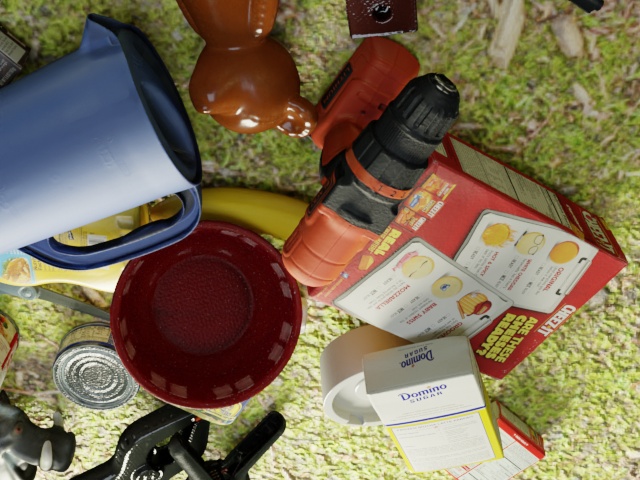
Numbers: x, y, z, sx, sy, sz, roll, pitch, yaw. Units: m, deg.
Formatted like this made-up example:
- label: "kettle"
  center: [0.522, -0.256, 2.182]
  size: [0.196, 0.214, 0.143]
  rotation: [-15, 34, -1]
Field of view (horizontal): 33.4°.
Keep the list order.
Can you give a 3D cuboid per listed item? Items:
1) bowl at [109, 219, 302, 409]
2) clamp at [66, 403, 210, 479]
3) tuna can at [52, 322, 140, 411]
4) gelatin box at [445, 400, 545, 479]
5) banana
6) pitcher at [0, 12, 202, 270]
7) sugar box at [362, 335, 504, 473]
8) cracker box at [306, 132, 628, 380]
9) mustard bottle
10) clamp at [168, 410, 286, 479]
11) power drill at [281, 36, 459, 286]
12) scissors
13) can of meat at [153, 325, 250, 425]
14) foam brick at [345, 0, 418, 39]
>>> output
- label: "bowl"
  center: [-0.099, 0.060, 0.916]
  size: [0.162, 0.055, 0.162]
  rotation: [-1, 97, -10]
- label: "clamp"
  center: [-0.172, 0.230, 1.075]
  size: [0.210, 0.036, 0.164]
  rotation: [-43, 138, 16]
- label: "tuna can"
  center: [-0.211, 0.122, 1.021]
  size: [0.086, 0.033, 0.086]
  rotation: [2, 124, 2]
- label: "gelatin box"
  center: [0.165, 0.207, 1.059]
  size: [0.073, 0.030, 0.089]
  rotation: [40, 117, -22]
- label: "banana"
  center: [-0.046, -0.012, 0.921]
  size: [0.197, 0.037, 0.070]
  rotation: [19, 122, -9]
- label: "pitcher"
  center: [-0.218, -0.052, 0.828]
  size: [0.243, 0.149, 0.145]
  rotation: [-22, 162, 8]
- label: "sugar box"
  center: [0.103, 0.148, 0.943]
  size: [0.093, 0.048, 0.176]
  rotation: [-12, 141, 10]
- label: "cracker box"
  center: [0.117, 0.012, 0.887]
  size: [0.213, 0.072, 0.164]
  rotation: [24, 123, -27]
- label: "mustard bottle"
  center: [-0.247, -0.006, 0.924]
  size: [0.191, 0.058, 0.096]
  rotation: [3, 121, 1]
- label: "clamp"
  center: [-0.111, 0.236, 1.069]
  size: [0.120, 0.039, 0.172]
  rotation: [4, 127, -28]
- label: "power drill"
  center: [0.037, -0.078, 0.783]
  size: [0.057, 0.187, 0.185]
  rotation: [30, 121, -14]
- label: "scissors"
  center: [-0.287, 0.053, 0.992]
  size: [0.201, 0.016, 0.096]
  rotation: [34, 121, -18]
- label: "can of meat"
  center: [-0.103, 0.118, 1.000]
  size: [0.102, 0.057, 0.084]
  rotation: [28, 123, -14]
- label: "foam brick"
  center: [0.043, -0.197, 0.785]
  size: [0.053, 0.051, 0.078]
  rotation: [-5, 123, 6]
